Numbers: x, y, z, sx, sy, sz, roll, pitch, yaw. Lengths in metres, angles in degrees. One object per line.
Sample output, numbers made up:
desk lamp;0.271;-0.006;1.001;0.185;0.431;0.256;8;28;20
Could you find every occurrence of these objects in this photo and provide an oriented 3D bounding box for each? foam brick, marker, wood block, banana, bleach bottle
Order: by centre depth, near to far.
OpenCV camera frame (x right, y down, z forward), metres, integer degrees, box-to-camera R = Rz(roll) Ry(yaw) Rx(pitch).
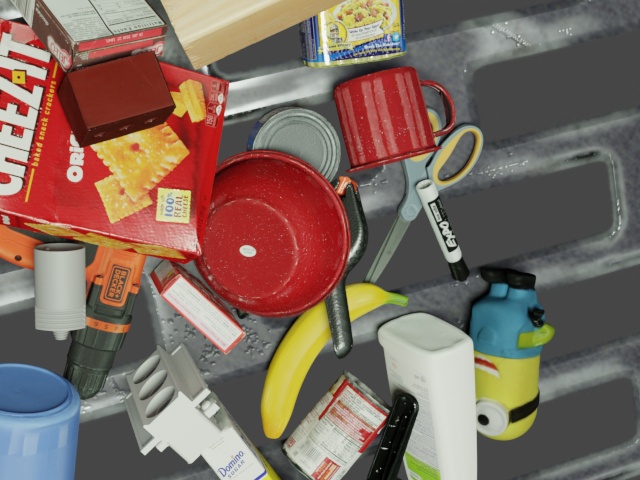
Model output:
foam brick;-0.166;-0.114;0.867;0.078;0.053;0.051;-20;88;-22
wood block;-0.035;-0.234;0.895;0.206;0.091;0.090;-25;85;-2
banana;-0.003;0.106;1.055;0.069;0.037;0.198;44;92;3
marker;0.124;-0.007;1.070;0.020;0.020;0.121;-30;120;-8
bleach bottle;0.117;0.207;1.097;0.068;0.103;0.251;-18;114;-27

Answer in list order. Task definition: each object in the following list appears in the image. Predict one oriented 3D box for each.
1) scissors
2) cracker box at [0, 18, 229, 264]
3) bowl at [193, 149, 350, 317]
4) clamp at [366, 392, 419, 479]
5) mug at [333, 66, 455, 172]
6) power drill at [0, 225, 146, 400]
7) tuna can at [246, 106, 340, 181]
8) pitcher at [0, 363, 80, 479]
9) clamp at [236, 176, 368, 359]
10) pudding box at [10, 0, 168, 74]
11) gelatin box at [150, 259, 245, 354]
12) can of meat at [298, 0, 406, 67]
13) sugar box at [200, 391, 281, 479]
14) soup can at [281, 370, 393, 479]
scissors;0.079;-0.048;1.060;0.096;0.016;0.202;43;88;-20
cracker box;-0.196;-0.083;0.918;0.213;0.072;0.164;13;77;-19
bowl;-0.056;0.001;0.974;0.162;0.055;0.162;4;105;15
clamp;0.054;0.252;1.068;0.164;0.036;0.210;-44;142;-17
mug;0.071;-0.116;0.999;0.117;0.093;0.081;-14;92;-11
power drill;-0.259;0.042;0.965;0.187;0.057;0.184;16;94;-21
tuna can;-0.026;-0.084;1.012;0.086;0.034;0.086;-4;103;-15
pitcher;-0.273;0.241;0.939;0.149;0.145;0.243;10;109;-10
clamp;-0.012;0.019;1.029;0.120;0.039;0.171;12;85;10
pudding box;-0.194;-0.191;0.888;0.089;0.113;0.039;-19;148;-35
gelatin box;-0.115;0.059;0.999;0.030;0.073;0.089;-47;110;-1
can of meat;0.028;-0.208;0.988;0.102;0.057;0.084;-10;107;-13
sugar box;-0.064;0.237;1.045;0.048;0.093;0.176;-34;110;-7
soup can;0.017;0.191;1.071;0.068;0.068;0.102;40;90;-20
